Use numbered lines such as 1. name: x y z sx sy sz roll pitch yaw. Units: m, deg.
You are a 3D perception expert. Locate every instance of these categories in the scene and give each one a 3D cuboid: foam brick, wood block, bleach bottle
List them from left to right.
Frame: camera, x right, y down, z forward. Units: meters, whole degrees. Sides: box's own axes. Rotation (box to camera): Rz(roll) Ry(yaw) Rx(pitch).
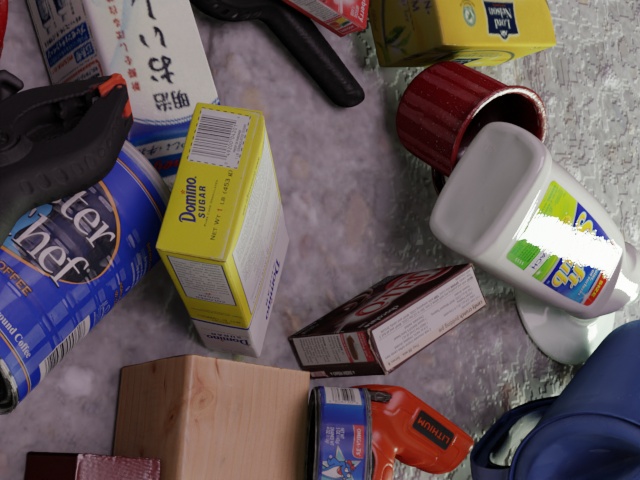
1. foam brick: -0.132 0.147 0.606 0.052 0.078 0.051 14 73 -34
2. wood block: -0.072 0.179 0.638 0.090 0.090 0.206 13 72 -35
3. bleach bottle: 0.191 0.000 0.836 0.250 0.068 0.102 24 100 -46

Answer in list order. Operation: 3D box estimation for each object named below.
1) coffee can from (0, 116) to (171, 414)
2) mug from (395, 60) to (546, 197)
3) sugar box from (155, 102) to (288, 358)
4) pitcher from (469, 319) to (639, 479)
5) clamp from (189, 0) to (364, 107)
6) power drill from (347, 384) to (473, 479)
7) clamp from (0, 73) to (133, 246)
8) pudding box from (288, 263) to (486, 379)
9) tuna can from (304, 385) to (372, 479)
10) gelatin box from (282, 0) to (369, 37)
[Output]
1. coffee can: -0.161 0.012 0.598 0.102 0.103 0.140 52 55 -16
2. mug: 0.112 -0.078 0.829 0.093 0.082 0.117 -15 124 -30
3. sugar box: -0.055 0.001 0.647 0.048 0.176 0.093 11 67 5
4. pitcher: 0.230 0.147 0.826 0.149 0.145 0.242 42 29 9
5. clamp: -0.041 -0.205 0.778 0.209 0.036 0.164 20 67 -37
6. power drill: 0.047 0.209 0.740 0.184 0.057 0.187 40 57 -34
7. clamp: -0.158 -0.030 0.538 0.171 0.039 0.120 -32 57 -24
8. pudding box: 0.048 0.057 0.755 0.113 0.090 0.039 -31 101 -37
9. tuna can: 0.009 0.132 0.649 0.033 0.086 0.086 4 75 -5
10. gelatin box: 0.005 -0.204 0.773 0.073 0.030 0.089 25 65 -40
